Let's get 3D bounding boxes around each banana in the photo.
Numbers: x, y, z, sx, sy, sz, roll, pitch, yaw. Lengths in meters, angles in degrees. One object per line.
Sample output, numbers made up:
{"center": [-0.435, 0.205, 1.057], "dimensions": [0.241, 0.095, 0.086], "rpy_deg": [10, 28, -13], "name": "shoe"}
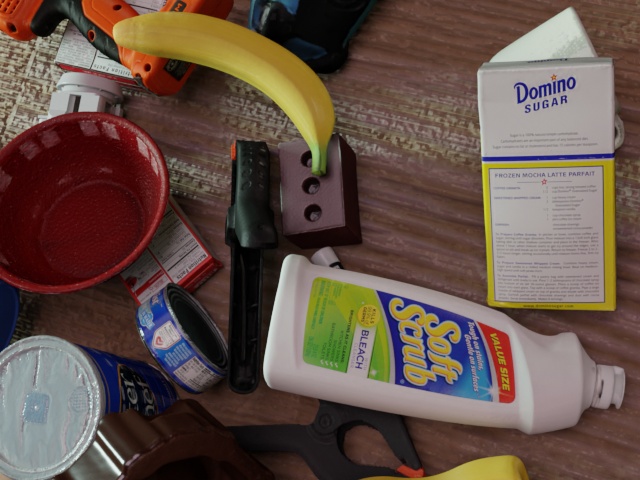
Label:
{"center": [-0.061, -0.130, 0.815], "dimensions": [0.198, 0.037, 0.069], "rpy_deg": [33, 65, 5], "name": "banana"}

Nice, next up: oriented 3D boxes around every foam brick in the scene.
{"center": [0.000, -0.037, 0.843], "dimensions": [0.053, 0.051, 0.078], "rpy_deg": [-8, 75, 15], "name": "foam brick"}

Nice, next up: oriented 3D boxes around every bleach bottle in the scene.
{"center": [0.091, 0.079, 0.771], "dimensions": [0.251, 0.068, 0.102], "rpy_deg": [8, 72, 7], "name": "bleach bottle"}

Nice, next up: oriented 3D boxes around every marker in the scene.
{"center": [0.031, 0.058, 0.828], "dimensions": [0.020, 0.020, 0.121], "rpy_deg": [-35, 70, 6], "name": "marker"}

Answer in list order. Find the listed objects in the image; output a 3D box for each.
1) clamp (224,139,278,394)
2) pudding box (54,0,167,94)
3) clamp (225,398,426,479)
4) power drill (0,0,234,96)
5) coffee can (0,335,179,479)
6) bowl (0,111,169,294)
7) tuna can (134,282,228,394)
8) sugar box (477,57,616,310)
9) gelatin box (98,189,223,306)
{"center": [-0.055, 0.001, 0.820], "dimensions": [0.036, 0.165, 0.210], "rpy_deg": [4, 37, -8], "name": "clamp"}
{"center": [-0.173, -0.192, 0.940], "dimensions": [0.090, 0.039, 0.113], "rpy_deg": [15, 84, 17], "name": "pudding box"}
{"center": [-0.003, 0.145, 0.808], "dimensions": [0.172, 0.039, 0.120], "rpy_deg": [37, 90, 23], "name": "clamp"}
{"center": [-0.167, -0.221, 0.893], "dimensions": [0.188, 0.057, 0.184], "rpy_deg": [33, 93, 20], "name": "power drill"}
{"center": [-0.180, 0.132, 0.810], "dimensions": [0.103, 0.140, 0.103], "rpy_deg": [-4, 76, 16], "name": "coffee can"}
{"center": [-0.192, -0.022, 0.855], "dimensions": [0.162, 0.055, 0.162], "rpy_deg": [-4, 63, 8], "name": "bowl"}
{"center": [-0.105, 0.077, 0.830], "dimensions": [0.034, 0.086, 0.086], "rpy_deg": [-36, 70, 8], "name": "tuna can"}
{"center": [0.163, -0.039, 0.758], "dimensions": [0.093, 0.048, 0.176], "rpy_deg": [1, 105, 16], "name": "sugar box"}
{"center": [-0.135, 0.010, 0.885], "dimensions": [0.073, 0.030, 0.089], "rpy_deg": [-40, 69, 3], "name": "gelatin box"}
